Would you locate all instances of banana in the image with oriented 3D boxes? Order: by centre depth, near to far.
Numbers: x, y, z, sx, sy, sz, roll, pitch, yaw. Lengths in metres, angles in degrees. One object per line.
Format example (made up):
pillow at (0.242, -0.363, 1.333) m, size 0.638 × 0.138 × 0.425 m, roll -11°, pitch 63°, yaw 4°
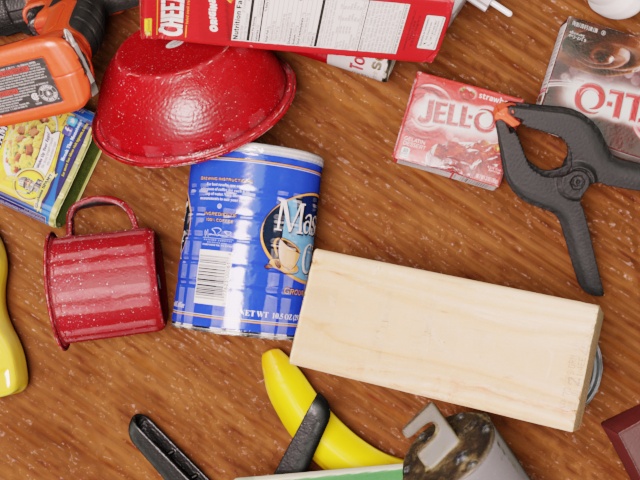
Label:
banana at (0.029, 0.159, 0.841) m, size 0.198 × 0.037 × 0.069 m, roll 28°, pitch 66°, yaw 1°

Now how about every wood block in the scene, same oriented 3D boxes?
wood block at (0.095, 0.072, 0.787) m, size 0.206 × 0.090 × 0.090 m, roll 12°, pitch 86°, yaw 19°

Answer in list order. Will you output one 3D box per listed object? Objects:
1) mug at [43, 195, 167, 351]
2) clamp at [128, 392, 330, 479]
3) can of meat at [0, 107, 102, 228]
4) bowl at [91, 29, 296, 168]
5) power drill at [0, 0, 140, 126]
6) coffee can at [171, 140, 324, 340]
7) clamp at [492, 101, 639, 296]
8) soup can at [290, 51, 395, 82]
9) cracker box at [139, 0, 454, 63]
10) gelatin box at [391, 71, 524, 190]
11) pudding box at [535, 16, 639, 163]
mug at (-0.165, 0.023, 0.828) m, size 0.081 × 0.093 × 0.117 m, roll -7°, pitch 83°, yaw -3°
clamp at (-0.048, 0.218, 0.824) m, size 0.165 × 0.036 × 0.210 m, roll -16°, pitch 92°, yaw 18°
can of meat at (-0.226, -0.070, 0.850) m, size 0.084 × 0.057 × 0.102 m, roll 24°, pitch 89°, yaw 1°
bowl at (-0.102, -0.124, 0.799) m, size 0.162 × 0.162 × 0.055 m, roll -13°, pitch 129°, yaw 1°
power drill at (-0.214, -0.155, 0.793) m, size 0.185 × 0.187 × 0.057 m, roll -11°, pitch 126°, yaw 16°
coffee can at (-0.055, 0.001, 0.816) m, size 0.103 × 0.103 × 0.140 m, roll 6°, pitch 87°, yaw 2°
clamp at (0.207, -0.051, 0.819) m, size 0.120 × 0.039 × 0.171 m, roll -40°, pitch 103°, yaw 8°
soup can at (0.015, -0.171, 0.840) m, size 0.102 × 0.068 × 0.068 m, roll 19°, pitch 88°, yaw 3°
cracker box at (-0.020, -0.213, 0.776) m, size 0.213 × 0.072 × 0.164 m, roll 3°, pitch 53°, yaw -8°
gelatin box at (0.109, -0.087, 0.851) m, size 0.089 × 0.030 × 0.073 m, roll 17°, pitch 88°, yaw 3°
pudding box at (0.232, -0.116, 0.844) m, size 0.113 × 0.039 × 0.090 m, roll 18°, pitch 89°, yaw 3°
